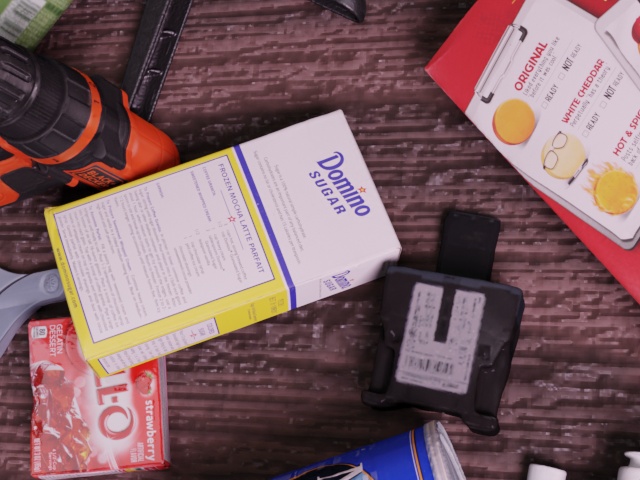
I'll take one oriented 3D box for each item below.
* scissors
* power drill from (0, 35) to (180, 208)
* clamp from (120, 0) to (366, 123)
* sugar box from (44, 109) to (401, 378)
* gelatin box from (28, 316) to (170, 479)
[{"bbox_3d":[-0.166,0.046,0.633,0.202,0.016,0.096,2,76,14],"label":"scissors"},{"bbox_3d":[-0.195,-0.048,0.589,0.188,0.184,0.057,-11,71,20],"label":"power drill"},{"bbox_3d":[-0.082,-0.177,0.667,0.165,0.036,0.210,-30,66,10],"label":"clamp"},{"bbox_3d":[-0.054,0.001,0.586,0.176,0.048,0.093,-18,70,-9],"label":"sugar box"},{"bbox_3d":[-0.124,0.085,0.597,0.073,0.030,0.089,-5,74,0],"label":"gelatin box"}]
